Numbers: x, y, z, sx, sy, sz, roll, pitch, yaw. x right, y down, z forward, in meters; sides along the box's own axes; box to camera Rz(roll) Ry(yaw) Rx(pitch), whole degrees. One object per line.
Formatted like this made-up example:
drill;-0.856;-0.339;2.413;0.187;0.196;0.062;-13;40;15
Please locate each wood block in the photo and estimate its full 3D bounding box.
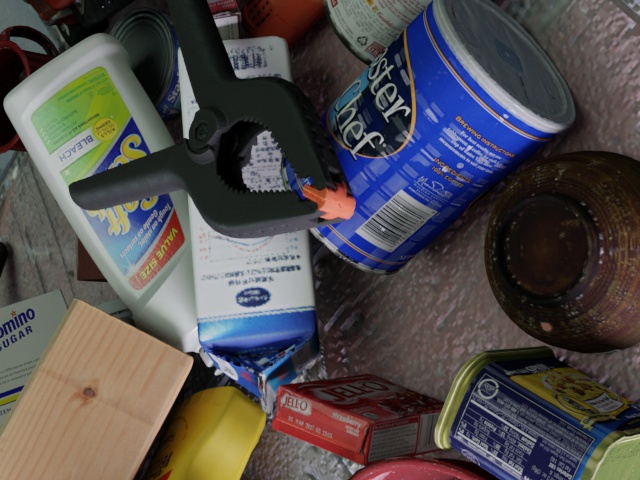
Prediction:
wood block;-0.171;0.155;0.702;0.206;0.091;0.090;-64;2;-20

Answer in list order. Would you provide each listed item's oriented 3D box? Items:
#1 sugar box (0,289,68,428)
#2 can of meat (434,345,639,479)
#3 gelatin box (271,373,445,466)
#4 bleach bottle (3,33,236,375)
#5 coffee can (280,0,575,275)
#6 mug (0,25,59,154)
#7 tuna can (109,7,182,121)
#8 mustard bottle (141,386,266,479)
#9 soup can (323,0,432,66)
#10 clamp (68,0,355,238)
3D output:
sugar box;-0.204;0.133;0.780;0.176;0.093;0.048;66;157;15
can of meat;0.124;0.100;0.552;0.084;0.101;0.057;29;106;36
gelatin box;0.027;0.106;0.643;0.073;0.089;0.030;15;98;41
bleach bottle;-0.122;-0.021;0.758;0.102;0.068;0.251;-34;76;-2
coffee can;0.059;-0.061;0.614;0.140;0.102;0.103;-43;61;32
mug;-0.237;-0.125;0.892;0.093;0.081;0.117;-29;70;37
tuna can;-0.131;-0.136;0.831;0.086;0.033;0.086;-3;86;41
mustard bottle;-0.101;0.189;0.698;0.096;0.058;0.191;-36;21;42
soup can;0.059;-0.157;0.642;0.102;0.068;0.068;-35;66;36
clamp;-0.058;-0.070;0.627;0.210;0.036;0.164;22;95;38
